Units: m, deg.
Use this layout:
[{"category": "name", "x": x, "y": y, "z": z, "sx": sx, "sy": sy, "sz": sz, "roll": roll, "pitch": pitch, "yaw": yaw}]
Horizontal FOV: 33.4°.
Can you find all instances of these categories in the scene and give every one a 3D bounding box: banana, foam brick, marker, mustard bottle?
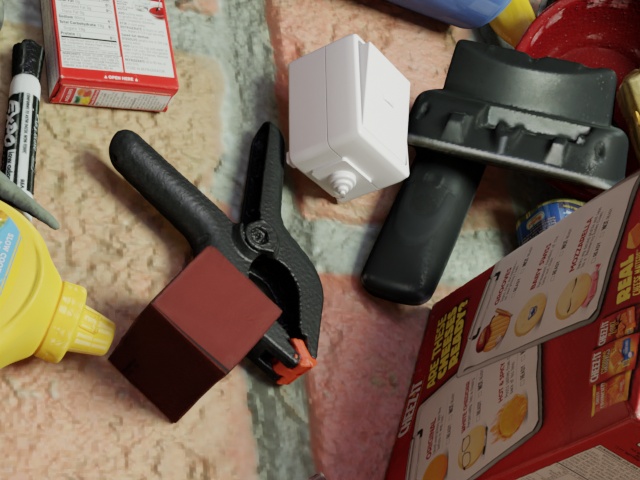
[{"category": "banana", "x": 0.157, "y": -0.228, "z": 0.863, "sx": 0.037, "sy": 0.070, "sz": 0.197, "roll": 62, "pitch": 39, "yaw": -48}, {"category": "foam brick", "x": -0.066, "y": 0.049, "z": 0.554, "sx": 0.053, "sy": 0.078, "sz": 0.051, "roll": 44, "pitch": 52, "yaw": -1}, {"category": "marker", "x": -0.168, "y": -0.063, "z": 0.599, "sx": 0.020, "sy": 0.020, "sz": 0.121, "roll": 11, "pitch": 58, "yaw": -25}, {"category": "mustard bottle", "x": -0.191, "y": 0.015, "z": 0.513, "sx": 0.191, "sy": 0.058, "sz": 0.096, "roll": 22, "pitch": 52, "yaw": -17}]

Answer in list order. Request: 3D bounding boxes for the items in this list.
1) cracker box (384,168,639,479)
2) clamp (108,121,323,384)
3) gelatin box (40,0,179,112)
[{"category": "cracker box", "x": 0.127, "y": 0.072, "z": 0.566, "sx": 0.072, "sy": 0.214, "sz": 0.164, "roll": 31, "pitch": 52, "yaw": -13}, {"category": "clamp", "x": -0.054, "y": 0.001, "z": 0.615, "sx": 0.120, "sy": 0.039, "sz": 0.171, "roll": -2, "pitch": 60, "yaw": -31}, {"category": "gelatin box", "x": -0.130, "y": -0.124, "z": 0.650, "sx": 0.073, "sy": 0.030, "sz": 0.089, "roll": 2, "pitch": 62, "yaw": -28}]
